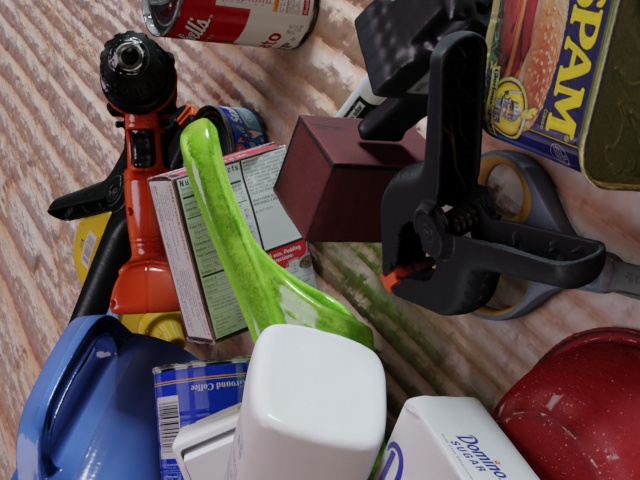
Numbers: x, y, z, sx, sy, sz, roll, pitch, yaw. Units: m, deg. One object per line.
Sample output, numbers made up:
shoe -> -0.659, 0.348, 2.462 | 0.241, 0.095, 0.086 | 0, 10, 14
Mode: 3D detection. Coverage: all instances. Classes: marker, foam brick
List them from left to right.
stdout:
marker -> 0.010, -0.066, 0.677 | 0.121, 0.020, 0.020 | -48, 50, 48
foam brick -> 0.023, -0.034, 0.601 | 0.053, 0.078, 0.051 | 57, 137, 45

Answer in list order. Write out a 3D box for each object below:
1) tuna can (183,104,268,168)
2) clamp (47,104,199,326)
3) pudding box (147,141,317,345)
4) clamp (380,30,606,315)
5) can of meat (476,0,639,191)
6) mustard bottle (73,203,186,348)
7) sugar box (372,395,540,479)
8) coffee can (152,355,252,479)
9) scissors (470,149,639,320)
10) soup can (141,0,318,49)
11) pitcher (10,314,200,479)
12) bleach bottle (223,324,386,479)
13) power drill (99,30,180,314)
tuna can -> -0.071, -0.058, 0.799 | 0.086, 0.033, 0.086 | 0, 90, 59
clamp -> -0.163, -0.038, 0.891 | 0.210, 0.036, 0.165 | -50, 42, 19
pudding box -> -0.054, 0.001, 0.695 | 0.039, 0.089, 0.113 | 0, 107, 56
clamp -> 0.071, -0.003, 0.502 | 0.172, 0.039, 0.120 | 105, 144, -60
can of meat -> 0.117, -0.082, 0.465 | 0.084, 0.057, 0.102 | 35, 120, 56
mustard bottle -> -0.159, 0.039, 0.923 | 0.192, 0.058, 0.096 | 47, 122, 49
sugar box -> 0.043, 0.166, 0.476 | 0.093, 0.048, 0.176 | -126, 47, -54
coffee can -> -0.056, 0.150, 0.706 | 0.103, 0.102, 0.140 | -21, 72, 57
scissors -> 0.123, -0.004, 0.493 | 0.202, 0.016, 0.096 | -12, 80, 58
soup can -> -0.061, -0.166, 0.716 | 0.069, 0.102, 0.068 | 0, 90, 59
pitcher -> -0.162, 0.178, 0.738 | 0.145, 0.149, 0.242 | -51, 10, 36
bleach bottle -> -0.034, 0.175, 0.549 | 0.102, 0.068, 0.251 | -85, 11, -66
power drill -> -0.122, -0.044, 0.745 | 0.184, 0.057, 0.187 | 170, 98, -86
